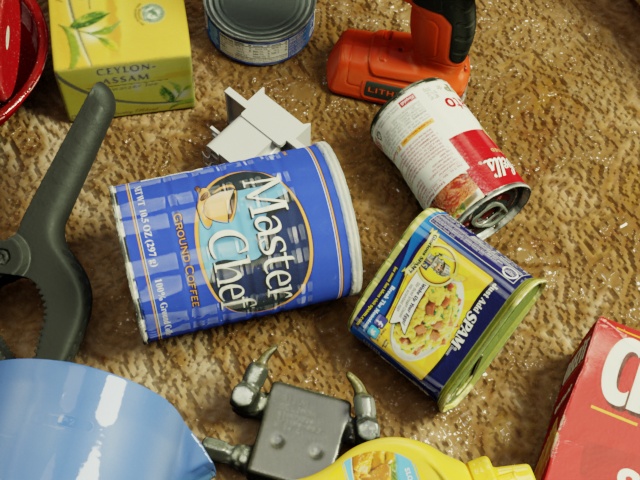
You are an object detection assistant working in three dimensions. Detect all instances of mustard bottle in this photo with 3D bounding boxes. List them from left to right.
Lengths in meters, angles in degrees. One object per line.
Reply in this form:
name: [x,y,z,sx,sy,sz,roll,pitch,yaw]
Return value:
mustard bottle: [0.029,0.164,0.600,0.191,0.058,0.096,-19,67,2]

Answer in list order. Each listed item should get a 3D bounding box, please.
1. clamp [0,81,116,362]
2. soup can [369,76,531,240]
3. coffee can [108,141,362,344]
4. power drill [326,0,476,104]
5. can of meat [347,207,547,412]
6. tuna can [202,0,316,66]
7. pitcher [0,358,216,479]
clamp: [-0.187,0.005,0.671,0.164,0.036,0.210,-18,82,2]
soup can: [0.088,-0.053,0.735,0.068,0.068,0.102,-26,66,-16]
coffee can: [-0.054,0.001,0.679,0.140,0.103,0.103,-13,64,-9]
power drill: [0.048,-0.167,0.726,0.184,0.188,0.057,13,64,2]
can of meat: [0.077,0.042,0.672,0.084,0.057,0.102,38,104,18]
tuna can: [-0.046,-0.175,0.811,0.086,0.034,0.086,1,62,-2]
pitcher: [-0.164,0.190,0.543,0.149,0.144,0.242,-17,47,34]
